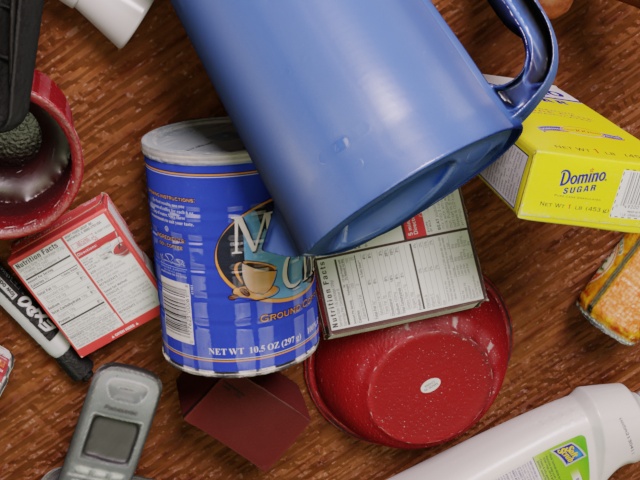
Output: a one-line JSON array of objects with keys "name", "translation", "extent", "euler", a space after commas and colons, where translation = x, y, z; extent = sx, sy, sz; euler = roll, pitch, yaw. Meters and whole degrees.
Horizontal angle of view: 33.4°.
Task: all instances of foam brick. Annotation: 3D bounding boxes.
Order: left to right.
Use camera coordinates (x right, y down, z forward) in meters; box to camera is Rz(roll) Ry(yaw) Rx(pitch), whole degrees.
[{"name": "foam brick", "translation": [-0.054, 0.114, 0.754], "extent": [0.078, 0.051, 0.053], "euler": [39, 100, -24]}]

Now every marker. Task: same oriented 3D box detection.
[{"name": "marker", "translation": [-0.194, 0.051, 0.714], "extent": [0.020, 0.020, 0.121], "euler": [-35, 116, 4]}]

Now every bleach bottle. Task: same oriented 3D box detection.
[{"name": "bleach bottle", "translation": [0.161, 0.186, 0.827], "extent": [0.251, 0.068, 0.102], "euler": [-26, 116, -3]}]

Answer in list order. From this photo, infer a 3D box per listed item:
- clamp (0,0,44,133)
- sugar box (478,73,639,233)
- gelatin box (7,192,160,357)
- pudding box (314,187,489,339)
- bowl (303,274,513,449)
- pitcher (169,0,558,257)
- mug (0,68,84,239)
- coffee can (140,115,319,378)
[{"name": "clamp", "translation": [-0.155, -0.172, 0.556], "extent": [0.209, 0.036, 0.164], "euler": [-56, 140, -30]}, {"name": "sugar box", "translation": [0.133, -0.060, 0.649], "extent": [0.093, 0.176, 0.048], "euler": [6, 114, -16]}, {"name": "gelatin box", "translation": [-0.151, 0.023, 0.705], "extent": [0.073, 0.030, 0.089], "euler": [-29, 117, 3]}, {"name": "pudding box", "translation": [0.047, 0.011, 0.717], "extent": [0.113, 0.039, 0.090], "euler": [-11, 83, -5]}, {"name": "bowl", "translation": [0.072, 0.094, 0.770], "extent": [0.162, 0.055, 0.162], "euler": [-4, 114, -11]}, {"name": "pitcher", "translation": [0.000, -0.124, 0.568], "extent": [0.149, 0.145, 0.243], "euler": [-25, 80, -29]}, {"name": "mug", "translation": [-0.198, -0.052, 0.634], "extent": [0.117, 0.081, 0.093], "euler": [-34, 116, 4]}, {"name": "coffee can", "translation": [-0.054, 0.001, 0.669], "extent": [0.102, 0.103, 0.140], "euler": [-6, 109, -10]}]
